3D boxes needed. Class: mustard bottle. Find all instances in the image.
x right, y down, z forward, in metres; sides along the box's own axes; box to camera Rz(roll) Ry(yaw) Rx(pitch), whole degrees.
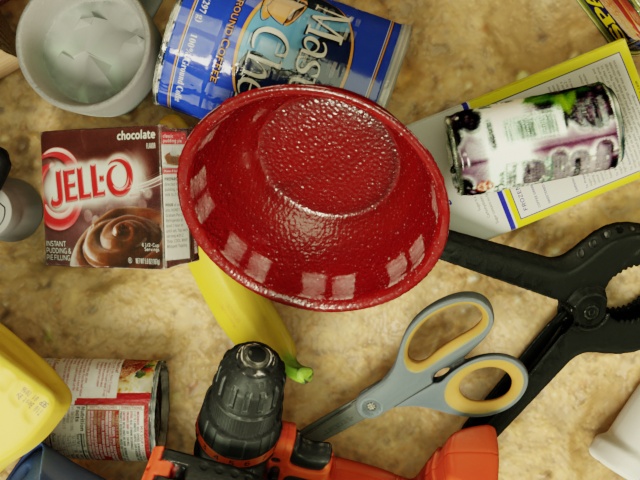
[{"bbox_3d":[-0.240,0.137,0.631,0.096,0.058,0.191,39,92,8],"label":"mustard bottle"}]

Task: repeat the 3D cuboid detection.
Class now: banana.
[{"bbox_3d":[-0.061,0.012,0.709,0.037,0.070,0.198,-24,80,-37],"label":"banana"}]

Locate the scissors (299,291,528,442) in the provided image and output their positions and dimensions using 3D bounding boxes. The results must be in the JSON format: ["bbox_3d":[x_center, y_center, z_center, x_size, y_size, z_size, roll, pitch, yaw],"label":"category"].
[{"bbox_3d":[0.054,0.114,0.708,0.096,0.016,0.202,37,116,-8],"label":"scissors"}]

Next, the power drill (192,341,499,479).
[{"bbox_3d":[0.013,0.136,0.674,0.187,0.185,0.057,13,50,-4],"label":"power drill"}]

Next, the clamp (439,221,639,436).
[{"bbox_3d":[0.171,0.052,0.716,0.210,0.036,0.164,-11,113,-8],"label":"clamp"}]

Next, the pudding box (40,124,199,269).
[{"bbox_3d":[-0.131,-0.028,0.692,0.114,0.039,0.090,1,95,33],"label":"pudding box"}]

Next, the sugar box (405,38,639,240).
[{"bbox_3d":[0.133,-0.059,0.716,0.176,0.048,0.093,-21,93,4],"label":"sugar box"}]

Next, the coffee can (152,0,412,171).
[{"bbox_3d":[-0.024,-0.112,0.684,0.140,0.103,0.103,20,92,-1],"label":"coffee can"}]

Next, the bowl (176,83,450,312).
[{"bbox_3d":[-0.001,-0.034,0.634,0.162,0.055,0.162,8,129,9],"label":"bowl"}]

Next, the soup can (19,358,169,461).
[{"bbox_3d":[-0.155,0.112,0.709,0.102,0.068,0.068,1,92,0],"label":"soup can"}]

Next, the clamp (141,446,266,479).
[{"bbox_3d":[-0.024,0.169,0.641,0.171,0.120,0.039,34,48,-29],"label":"clamp"}]
